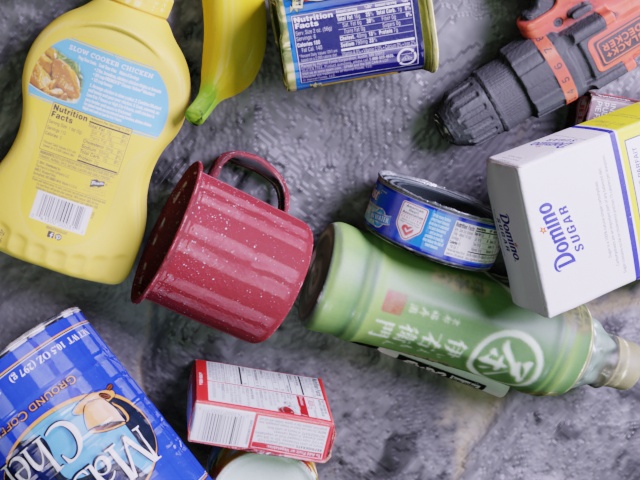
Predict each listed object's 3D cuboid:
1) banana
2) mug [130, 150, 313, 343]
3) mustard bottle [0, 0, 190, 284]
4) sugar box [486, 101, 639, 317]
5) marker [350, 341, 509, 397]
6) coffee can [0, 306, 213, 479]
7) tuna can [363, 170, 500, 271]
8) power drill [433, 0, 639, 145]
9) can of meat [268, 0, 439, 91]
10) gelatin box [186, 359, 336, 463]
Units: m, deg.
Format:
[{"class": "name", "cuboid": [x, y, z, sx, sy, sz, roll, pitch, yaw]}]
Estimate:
[{"class": "banana", "cuboid": [-0.065, -0.168, 0.611, 0.037, 0.069, 0.198, -8, 98, 28]}, {"class": "mug", "cuboid": [-0.054, 0.001, 0.646, 0.081, 0.093, 0.117, 25, 63, -16]}, {"class": "mustard bottle", "cuboid": [-0.129, -0.077, 0.627, 0.096, 0.058, 0.192, 20, 101, -6]}, {"class": "sugar box", "cuboid": [0.186, -0.030, 0.624, 0.176, 0.048, 0.093, -19, 107, -15]}, {"class": "marker", "cuboid": [0.069, 0.075, 0.705, 0.121, 0.020, 0.020, 21, 100, -11]}, {"class": "coffee can", "cuboid": [-0.142, 0.125, 0.632, 0.103, 0.103, 0.140, -39, 87, 3]}, {"class": "tuna can", "cuboid": [0.070, -0.012, 0.650, 0.086, 0.086, 0.034, 17, 102, -10]}, {"class": "power drill", "cuboid": [0.119, -0.164, 0.620, 0.184, 0.057, 0.187, -32, 119, 4]}, {"class": "can of meat", "cuboid": [0.016, -0.121, 0.611, 0.084, 0.102, 0.057, -10, 105, -2]}, {"class": "gelatin box", "cuboid": [-0.039, 0.107, 0.673, 0.089, 0.073, 0.030, 11, 103, -10]}]
